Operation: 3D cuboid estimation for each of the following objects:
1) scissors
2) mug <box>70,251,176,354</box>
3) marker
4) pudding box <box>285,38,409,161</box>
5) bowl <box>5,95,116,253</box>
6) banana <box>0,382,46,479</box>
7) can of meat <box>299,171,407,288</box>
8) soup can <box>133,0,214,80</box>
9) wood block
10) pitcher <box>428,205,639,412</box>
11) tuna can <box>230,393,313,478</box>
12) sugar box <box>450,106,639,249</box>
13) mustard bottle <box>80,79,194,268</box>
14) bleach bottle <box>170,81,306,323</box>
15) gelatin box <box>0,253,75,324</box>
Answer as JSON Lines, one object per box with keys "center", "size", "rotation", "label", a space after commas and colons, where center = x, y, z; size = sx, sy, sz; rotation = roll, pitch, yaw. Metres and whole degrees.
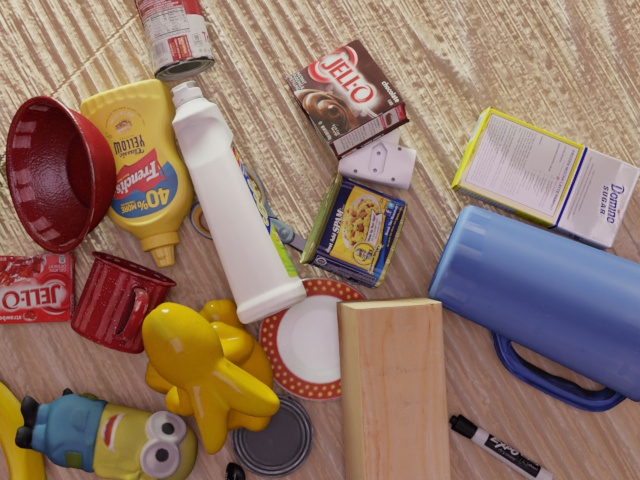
{"center": [-0.057, 0.001, 1.137], "size": [0.096, 0.016, 0.202], "rotation": [-42, 87, -1], "label": "scissors"}
{"center": [-0.200, 0.068, 1.087], "size": [0.093, 0.117, 0.081], "rotation": [21, 91, -28], "label": "mug"}
{"center": [0.188, 0.220, 1.120], "size": [0.121, 0.020, 0.020], "rotation": [33, 87, 2], "label": "marker"}
{"center": [0.027, -0.147, 1.112], "size": [0.090, 0.039, 0.113], "rotation": [-30, 56, -1], "label": "pudding box"}
{"center": [-0.259, -0.070, 1.097], "size": [0.162, 0.055, 0.162], "rotation": [11, 106, 42], "label": "bowl"}
{"center": [-0.319, 0.228, 1.101], "size": [0.069, 0.037, 0.198], "rotation": [-1, 77, -42], "label": "banana"}
{"center": [0.036, -0.009, 1.110], "size": [0.084, 0.057, 0.102], "rotation": [22, 78, -6], "label": "can of meat"}
{"center": [-0.156, -0.227, 1.126], "size": [0.068, 0.068, 0.102], "rotation": [-16, 87, -1], "label": "soup can"}
{"center": [0.073, 0.164, 1.072], "size": [0.090, 0.091, 0.206], "rotation": [-3, 92, -11], "label": "wood block"}
{"center": [0.234, 0.066, 1.085], "size": [0.243, 0.145, 0.149], "rotation": [23, 74, 5], "label": "pitcher"}
{"center": [-0.050, 0.203, 1.114], "size": [0.086, 0.034, 0.086], "rotation": [0, 86, 0], "label": "tuna can"}
{"center": [0.237, -0.064, 1.127], "size": [0.176, 0.048, 0.093], "rotation": [23, 86, -2], "label": "sugar box"}
{"center": [-0.184, -0.065, 1.119], "size": [0.096, 0.058, 0.191], "rotation": [-15, 87, 9], "label": "mustard bottle"}
{"center": [-0.093, -0.043, 1.079], "size": [0.068, 0.102, 0.251], "rotation": [-24, 86, 5], "label": "bleach bottle"}
{"center": [-0.304, 0.051, 1.126], "size": [0.089, 0.030, 0.073], "rotation": [-1, 86, 0], "label": "gelatin box"}
